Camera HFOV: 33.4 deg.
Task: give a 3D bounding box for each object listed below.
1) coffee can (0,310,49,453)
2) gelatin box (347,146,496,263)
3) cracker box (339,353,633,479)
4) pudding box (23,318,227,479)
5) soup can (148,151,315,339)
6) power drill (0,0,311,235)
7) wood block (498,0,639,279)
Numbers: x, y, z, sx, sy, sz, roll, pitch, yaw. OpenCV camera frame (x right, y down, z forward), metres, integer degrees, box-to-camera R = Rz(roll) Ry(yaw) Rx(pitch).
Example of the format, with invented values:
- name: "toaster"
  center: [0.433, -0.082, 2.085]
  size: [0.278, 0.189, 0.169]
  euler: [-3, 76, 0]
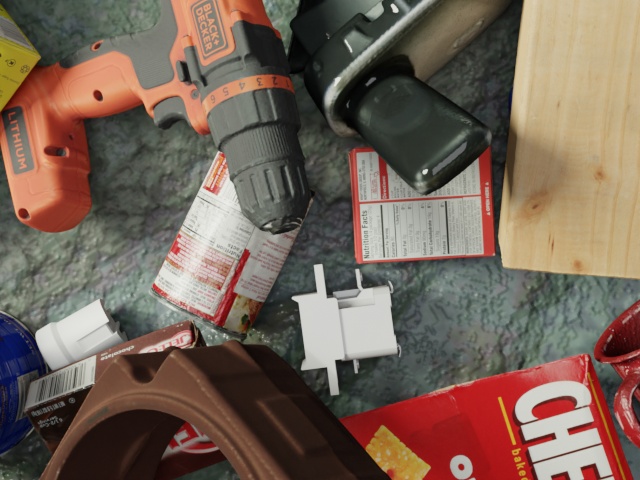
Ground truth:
- name: "coffee can"
  center: [-0.233, 0.094, 0.638]
  size: [0.103, 0.140, 0.103]
  euler: [0, 91, 3]
- name: "gelatin box"
  center: [0.064, -0.024, 0.675]
  size: [0.089, 0.030, 0.073]
  euler: [-3, 92, 4]
- name: "cracker box"
  center: [0.077, 0.173, 0.623]
  size: [0.213, 0.072, 0.164]
  euler: [-14, 74, -5]
- name: "pudding box"
  center: [-0.113, 0.109, 0.664]
  size: [0.113, 0.039, 0.090]
  euler: [-20, 119, 4]
- name: "soup can"
  center: [-0.054, 0.001, 0.663]
  size: [0.068, 0.068, 0.102]
  euler: [26, 91, 3]
- name: "power drill"
  center: [-0.100, -0.069, 0.632]
  size: [0.188, 0.057, 0.184]
  euler: [-21, 74, 23]
- name: "wood block"
  center: [0.155, -0.090, 0.593]
  size: [0.090, 0.090, 0.206]
  euler: [5, 103, 6]
